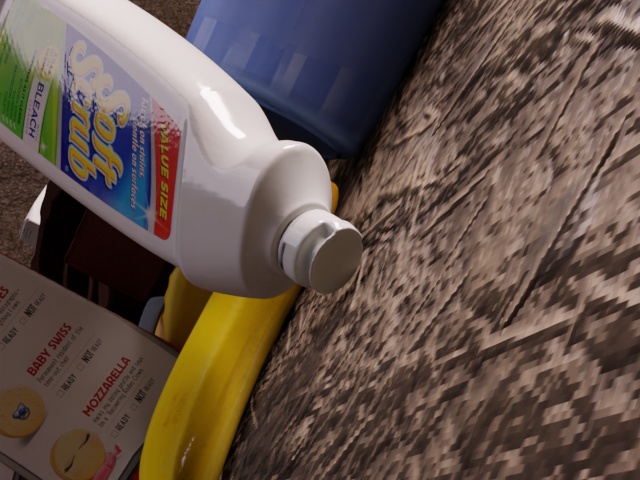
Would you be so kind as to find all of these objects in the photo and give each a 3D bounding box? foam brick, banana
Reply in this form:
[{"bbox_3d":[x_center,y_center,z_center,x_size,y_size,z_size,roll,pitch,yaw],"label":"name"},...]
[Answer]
[{"bbox_3d":[-0.098,-0.016,0.589,0.053,0.051,0.078,-54,12,42],"label":"foam brick"},{"bbox_3d":[-0.039,0.055,0.490,0.070,0.037,0.197,-25,34,45],"label":"banana"}]

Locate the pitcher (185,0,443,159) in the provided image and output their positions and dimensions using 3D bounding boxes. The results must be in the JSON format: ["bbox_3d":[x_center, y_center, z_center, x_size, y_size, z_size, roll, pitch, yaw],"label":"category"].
[{"bbox_3d":[0.024,-0.168,0.576,0.243,0.149,0.145,-65,25,-5],"label":"pitcher"}]

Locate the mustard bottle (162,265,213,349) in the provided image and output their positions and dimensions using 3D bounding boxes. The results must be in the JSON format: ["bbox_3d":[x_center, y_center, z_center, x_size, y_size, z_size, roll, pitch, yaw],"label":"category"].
[{"bbox_3d":[-0.054,0.001,0.649,0.191,0.058,0.096,-104,39,-76],"label":"mustard bottle"}]

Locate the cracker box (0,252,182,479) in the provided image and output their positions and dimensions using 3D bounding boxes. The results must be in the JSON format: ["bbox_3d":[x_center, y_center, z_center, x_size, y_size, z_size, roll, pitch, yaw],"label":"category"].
[{"bbox_3d":[-0.175,0.095,0.533,0.164,0.213,0.072,-65,10,-26],"label":"cracker box"}]

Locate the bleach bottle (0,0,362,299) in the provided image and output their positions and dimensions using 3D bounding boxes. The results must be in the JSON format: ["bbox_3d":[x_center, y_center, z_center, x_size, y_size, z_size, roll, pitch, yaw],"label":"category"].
[{"bbox_3d":[-0.073,-0.052,0.492,0.251,0.067,0.103,32,110,39],"label":"bleach bottle"}]
